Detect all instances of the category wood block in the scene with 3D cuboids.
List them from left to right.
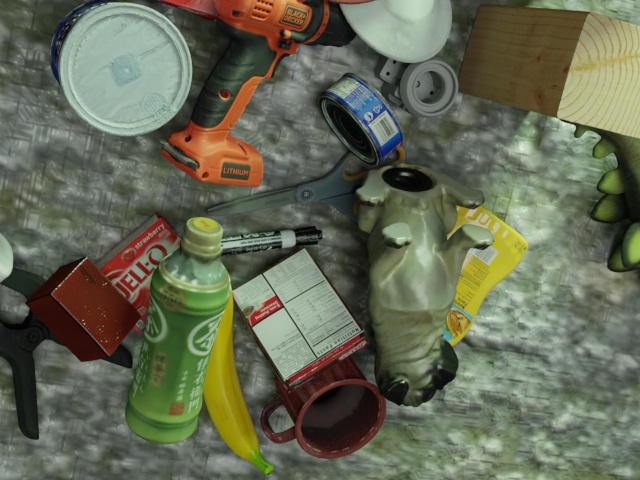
[{"bbox_3d":[0.213,-0.157,0.965,0.090,0.206,0.090,12,100,-19],"label":"wood block"}]

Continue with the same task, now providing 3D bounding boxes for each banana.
[{"bbox_3d":[-0.089,0.127,1.025,0.037,0.070,0.198,-26,105,-50],"label":"banana"}]

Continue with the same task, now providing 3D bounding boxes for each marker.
[{"bbox_3d":[-0.057,0.001,1.025,0.121,0.020,0.020,-7,106,-15],"label":"marker"}]

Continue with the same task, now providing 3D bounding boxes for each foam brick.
[{"bbox_3d":[-0.210,0.062,0.951,0.078,0.051,0.053,51,51,-17],"label":"foam brick"}]

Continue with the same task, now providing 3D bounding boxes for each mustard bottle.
[{"bbox_3d":[0.117,0.053,1.069,0.096,0.058,0.191,35,92,-20],"label":"mustard bottle"}]

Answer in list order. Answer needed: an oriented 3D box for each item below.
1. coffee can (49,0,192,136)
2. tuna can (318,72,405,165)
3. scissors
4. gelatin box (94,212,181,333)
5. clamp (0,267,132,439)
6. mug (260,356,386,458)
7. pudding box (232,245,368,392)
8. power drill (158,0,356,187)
[{"bbox_3d":[-0.169,-0.147,0.887,0.102,0.140,0.103,-4,105,-16],"label":"coffee can"},{"bbox_3d":[0.037,-0.111,0.986,0.033,0.086,0.086,-41,112,-12],"label":"tuna can"},{"bbox_3d":[-0.001,-0.032,1.035,0.201,0.016,0.096,-27,110,-9],"label":"scissors"},{"bbox_3d":[-0.161,0.031,0.994,0.089,0.030,0.073,-40,111,-4],"label":"gelatin box"},{"bbox_3d":[-0.253,0.084,0.977,0.120,0.039,0.171,-31,108,-23],"label":"clamp"},{"bbox_3d":[-0.004,0.157,1.039,0.117,0.082,0.093,-29,126,-5],"label":"mug"},{"bbox_3d":[-0.021,0.073,1.008,0.090,0.113,0.039,-31,154,-8],"label":"pudding box"},{"bbox_3d":[-0.053,-0.141,0.944,0.184,0.057,0.188,2,117,-55],"label":"power drill"}]
